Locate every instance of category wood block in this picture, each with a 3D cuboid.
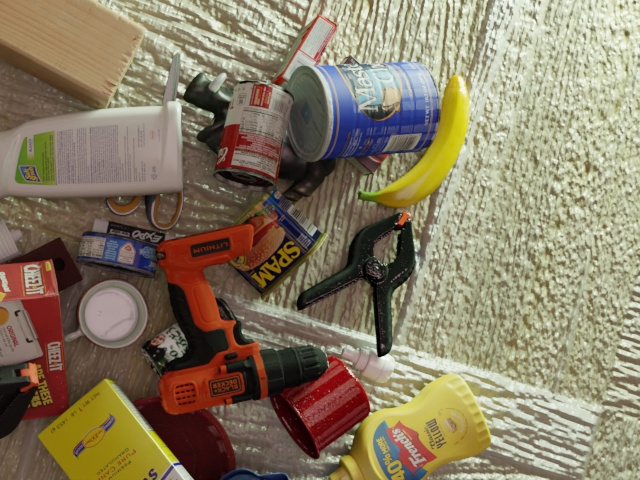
[{"bbox_3d":[-0.301,-0.230,1.138,0.206,0.090,0.091,28,81,-12],"label":"wood block"}]

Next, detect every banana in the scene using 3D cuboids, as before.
[{"bbox_3d":[0.130,-0.106,1.269,0.069,0.037,0.197,41,78,-11],"label":"banana"}]

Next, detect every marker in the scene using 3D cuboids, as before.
[{"bbox_3d":[-0.193,-0.003,1.187,0.121,0.020,0.020,13,83,-13],"label":"marker"}]

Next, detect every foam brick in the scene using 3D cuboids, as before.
[{"bbox_3d":[-0.300,0.037,1.140,0.078,0.051,0.053,-29,94,-15],"label":"foam brick"}]

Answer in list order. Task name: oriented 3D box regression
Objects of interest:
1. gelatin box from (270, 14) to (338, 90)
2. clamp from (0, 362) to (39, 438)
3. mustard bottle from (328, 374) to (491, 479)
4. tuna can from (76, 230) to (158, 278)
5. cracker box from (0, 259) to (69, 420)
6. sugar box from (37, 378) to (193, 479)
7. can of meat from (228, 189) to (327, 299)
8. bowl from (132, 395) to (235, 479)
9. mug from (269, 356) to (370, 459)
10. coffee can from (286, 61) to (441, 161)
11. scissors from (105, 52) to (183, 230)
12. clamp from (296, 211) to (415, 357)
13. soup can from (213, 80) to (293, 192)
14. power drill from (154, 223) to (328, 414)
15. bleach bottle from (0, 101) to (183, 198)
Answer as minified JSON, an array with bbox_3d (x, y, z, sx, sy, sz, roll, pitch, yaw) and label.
[{"bbox_3d":[-0.020,-0.208,1.218,0.030,0.073,0.089,32,78,-12],"label":"gelatin box"},{"bbox_3d":[-0.364,0.189,1.059,0.210,0.036,0.164,-26,136,1],"label":"clamp"},{"bbox_3d":[0.096,0.235,1.228,0.191,0.058,0.096,-25,92,-14],"label":"mustard bottle"},{"bbox_3d":[-0.217,0.015,1.146,0.086,0.086,0.034,13,82,-14],"label":"tuna can"},{"bbox_3d":[-0.368,0.110,1.069,0.213,0.072,0.164,-6,127,-16],"label":"cracker box"},{"bbox_3d":[-0.196,0.237,1.084,0.093,0.048,0.176,-41,78,-3],"label":"sugar box"},{"bbox_3d":[-0.058,0.001,1.186,0.084,0.057,0.102,45,118,-6],"label":"can of meat"},{"bbox_3d":[-0.176,0.247,1.157,0.162,0.055,0.162,1,86,-15],"label":"bowl"},{"bbox_3d":[-0.006,0.174,1.196,0.081,0.093,0.117,-33,67,-19],"label":"mug"},{"bbox_3d":[0.045,-0.142,1.163,0.140,0.103,0.103,-7,88,-27],"label":"coffee can"},{"bbox_3d":[-0.197,-0.110,1.195,0.096,0.016,0.202,-4,87,-15],"label":"scissors"},{"bbox_3d":[0.050,0.038,1.236,0.120,0.039,0.171,24,70,-8],"label":"clamp"},{"bbox_3d":[-0.070,-0.110,1.128,0.068,0.069,0.102,14,78,-14],"label":"soup can"},{"bbox_3d":[-0.092,0.080,1.130,0.184,0.057,0.187,-11,93,-16],"label":"power drill"},{"bbox_3d":[-0.274,-0.096,1.141,0.250,0.068,0.102,-1,92,-6],"label":"bleach bottle"}]
